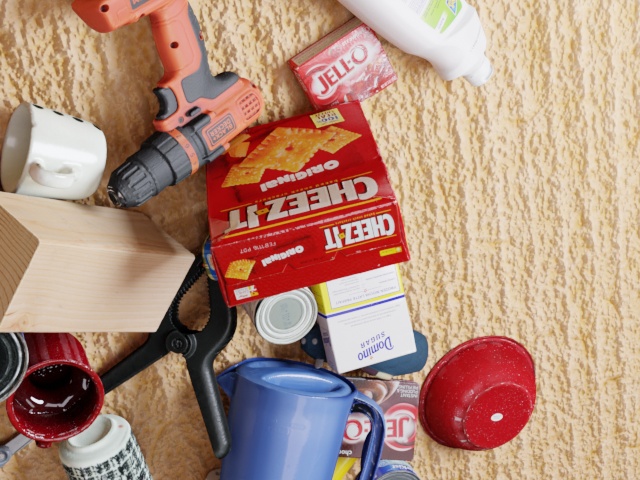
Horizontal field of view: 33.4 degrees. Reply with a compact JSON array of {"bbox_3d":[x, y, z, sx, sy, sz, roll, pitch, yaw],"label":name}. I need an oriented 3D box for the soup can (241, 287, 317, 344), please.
[{"bbox_3d":[-0.051,0.054,1.094,0.068,0.102,0.068,-9,116,-18],"label":"soup can"}]

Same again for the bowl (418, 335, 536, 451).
[{"bbox_3d":[0.202,0.198,1.291,0.162,0.055,0.162,-9,117,-17],"label":"bowl"}]

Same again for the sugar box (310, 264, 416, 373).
[{"bbox_3d":[0.037,0.043,1.129,0.093,0.048,0.176,-13,101,-14],"label":"sugar box"}]

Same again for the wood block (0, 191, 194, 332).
[{"bbox_3d":[-0.222,0.023,0.963,0.205,0.090,0.091,8,115,-59],"label":"wood block"}]

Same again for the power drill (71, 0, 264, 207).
[{"bbox_3d":[-0.148,-0.144,0.960,0.184,0.057,0.187,-43,127,-31],"label":"power drill"}]

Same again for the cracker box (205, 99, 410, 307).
[{"bbox_3d":[-0.020,-0.042,0.978,0.164,0.214,0.072,-15,121,1],"label":"cracker box"}]

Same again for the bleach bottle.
[{"bbox_3d":[0.081,-0.229,1.026,0.250,0.068,0.102,39,67,-33],"label":"bleach bottle"}]

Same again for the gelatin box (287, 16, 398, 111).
[{"bbox_3d":[0.023,-0.169,1.061,0.089,0.030,0.073,-34,121,-4],"label":"gelatin box"}]

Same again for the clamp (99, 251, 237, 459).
[{"bbox_3d":[-0.152,0.106,1.097,0.164,0.036,0.210,13,96,8],"label":"clamp"}]

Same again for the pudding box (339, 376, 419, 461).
[{"bbox_3d":[0.053,0.201,1.215,0.113,0.039,0.090,5,89,-8],"label":"pudding box"}]

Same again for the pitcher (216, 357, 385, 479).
[{"bbox_3d":[-0.038,0.257,1.144,0.144,0.149,0.243,3,101,-44],"label":"pitcher"}]

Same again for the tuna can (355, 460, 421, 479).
[{"bbox_3d":[0.082,0.309,1.308,0.086,0.034,0.086,-9,117,-18],"label":"tuna can"}]

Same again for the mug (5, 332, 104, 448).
[{"bbox_3d":[-0.270,0.150,1.064,0.093,0.082,0.117,2,113,-23],"label":"mug"}]
